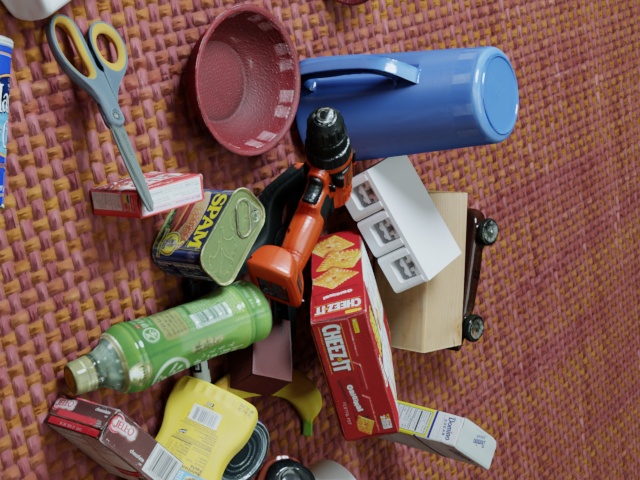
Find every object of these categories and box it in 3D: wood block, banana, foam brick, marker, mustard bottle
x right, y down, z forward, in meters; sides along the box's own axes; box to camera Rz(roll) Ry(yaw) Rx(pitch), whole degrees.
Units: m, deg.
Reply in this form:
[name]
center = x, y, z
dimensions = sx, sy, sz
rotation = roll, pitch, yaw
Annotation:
[wood block]
center = 0.131, 0.037, 1.421
dimensions = 0.090, 0.090, 0.206
rotation = -5, 98, -49
[banana]
center = -0.053, 0.180, 1.260
dimensions = 0.197, 0.037, 0.069
rotation = 32, 70, -47
[foam brick]
center = -0.067, 0.128, 1.194
dimensions = 0.052, 0.051, 0.078
rotation = 17, 54, -29
[marker]
center = -0.136, 0.099, 1.166
dimensions = 0.020, 0.020, 0.121
rotation = -19, 108, -47
[mustard bottle]
center = -0.147, 0.244, 1.114
dimensions = 0.058, 0.096, 0.191
rotation = 98, 18, -66

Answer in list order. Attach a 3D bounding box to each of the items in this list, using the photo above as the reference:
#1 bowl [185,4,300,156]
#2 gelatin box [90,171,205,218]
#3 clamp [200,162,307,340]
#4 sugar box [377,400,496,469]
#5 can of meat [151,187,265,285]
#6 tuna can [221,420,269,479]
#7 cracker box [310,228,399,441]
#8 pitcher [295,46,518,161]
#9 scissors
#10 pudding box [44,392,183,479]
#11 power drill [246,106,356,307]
[bowl]
center = -0.094, -0.172, 1.157
dimensions = 0.161, 0.055, 0.162
rotation = -8, 100, -49
[gelatin box]
center = -0.172, -0.047, 1.065
dimensions = 0.089, 0.073, 0.030
rotation = -22, 111, -47
[clamp]
center = -0.058, 0.002, 1.233
dimensions = 0.164, 0.036, 0.210
rotation = 28, 74, -50
[sugar box]
center = 0.130, 0.242, 1.374
dimensions = 0.093, 0.177, 0.048
rotation = 39, 65, -44
[can of meat]
center = -0.120, -0.007, 1.123
dimensions = 0.057, 0.084, 0.102
rotation = 48, 59, -41
[tuna can]
center = -0.099, 0.233, 1.199
dimensions = 0.085, 0.034, 0.086
rotation = -19, 119, -37
[cracker box]
center = 0.037, 0.105, 1.251
dimensions = 0.213, 0.072, 0.164
rotation = -88, 163, -65
[pitcher]
center = 0.094, -0.163, 1.234
dimensions = 0.149, 0.243, 0.145
rotation = -35, 117, -49
[scissors]
center = -0.192, -0.131, 1.025
dimensions = 0.202, 0.016, 0.096
rotation = 58, 37, -9
[pudding box]
center = -0.202, 0.198, 1.045
dimensions = 0.039, 0.090, 0.113
rotation = -59, 134, -25
[power drill]
center = -0.016, -0.034, 1.157
dimensions = 0.184, 0.057, 0.187
rotation = 78, 36, -65
